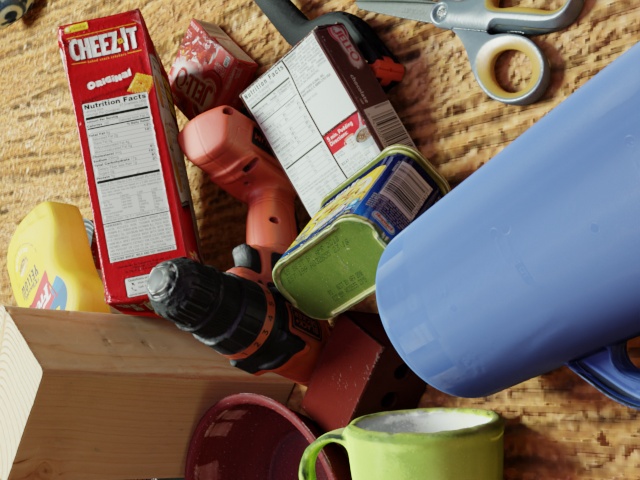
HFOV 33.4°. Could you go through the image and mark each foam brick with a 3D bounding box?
[{"bbox_3d":[0.032,0.092,0.705,0.051,0.052,0.078,39,114,46],"label":"foam brick"}]

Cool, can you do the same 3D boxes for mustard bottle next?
[{"bbox_3d":[-0.213,0.062,0.889,0.096,0.058,0.192,-55,43,28],"label":"mustard bottle"}]

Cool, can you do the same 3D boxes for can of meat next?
[{"bbox_3d":[0.025,-0.003,0.689,0.057,0.083,0.102,46,133,-8],"label":"can of meat"}]

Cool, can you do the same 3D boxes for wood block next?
[{"bbox_3d":[-0.135,0.113,0.782,0.090,0.205,0.091,42,116,46],"label":"wood block"}]

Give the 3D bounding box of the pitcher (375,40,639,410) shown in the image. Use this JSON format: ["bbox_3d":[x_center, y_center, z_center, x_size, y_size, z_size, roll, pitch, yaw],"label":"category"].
[{"bbox_3d":[0.143,0.002,0.538,0.243,0.145,0.149,-37,26,44],"label":"pitcher"}]

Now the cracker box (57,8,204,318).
[{"bbox_3d":[-0.142,-0.048,0.836,0.164,0.072,0.214,96,162,-81],"label":"cracker box"}]

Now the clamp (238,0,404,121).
[{"bbox_3d":[-0.010,-0.124,0.806,0.172,0.039,0.120,29,117,46],"label":"clamp"}]

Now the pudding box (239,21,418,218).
[{"bbox_3d":[0.005,-0.081,0.748,0.090,0.039,0.113,-33,83,43],"label":"pudding box"}]

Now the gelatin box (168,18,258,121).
[{"bbox_3d":[-0.096,-0.139,0.917,0.089,0.030,0.073,49,120,43],"label":"gelatin box"}]

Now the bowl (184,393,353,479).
[{"bbox_3d":[-0.023,0.181,0.739,0.162,0.055,0.162,6,99,43],"label":"bowl"}]

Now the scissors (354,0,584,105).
[{"bbox_3d":[0.088,-0.132,0.707,0.202,0.016,0.096,0,83,50],"label":"scissors"}]

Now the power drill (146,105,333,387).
[{"bbox_3d":[-0.055,0.001,0.739,0.057,0.184,0.187,-26,54,25],"label":"power drill"}]
